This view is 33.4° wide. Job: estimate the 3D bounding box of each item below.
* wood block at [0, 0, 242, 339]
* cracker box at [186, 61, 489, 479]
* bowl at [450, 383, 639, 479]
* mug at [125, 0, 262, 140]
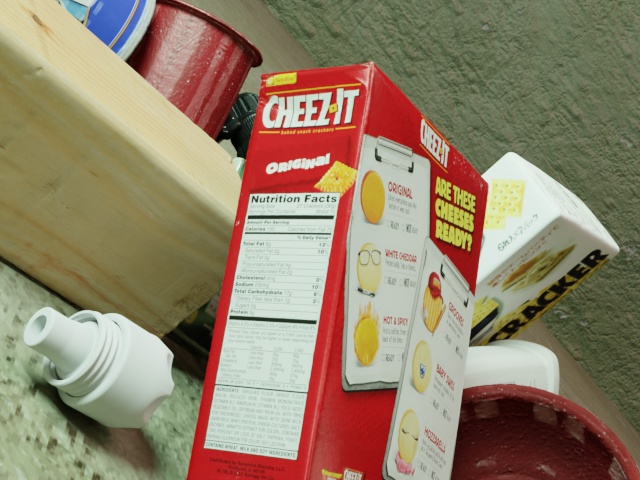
[{"bbox_3d":[-0.128,-0.046,0.507,0.205,0.090,0.091,41,15,-42],"label":"wood block"},{"bbox_3d":[0.016,0.043,0.537,0.164,0.072,0.213,34,61,-57],"label":"cracker box"},{"bbox_3d":[0.102,0.165,0.598,0.162,0.162,0.055,58,-4,36],"label":"bowl"},{"bbox_3d":[-0.107,-0.109,0.713,0.117,0.081,0.093,22,-8,23],"label":"mug"}]
